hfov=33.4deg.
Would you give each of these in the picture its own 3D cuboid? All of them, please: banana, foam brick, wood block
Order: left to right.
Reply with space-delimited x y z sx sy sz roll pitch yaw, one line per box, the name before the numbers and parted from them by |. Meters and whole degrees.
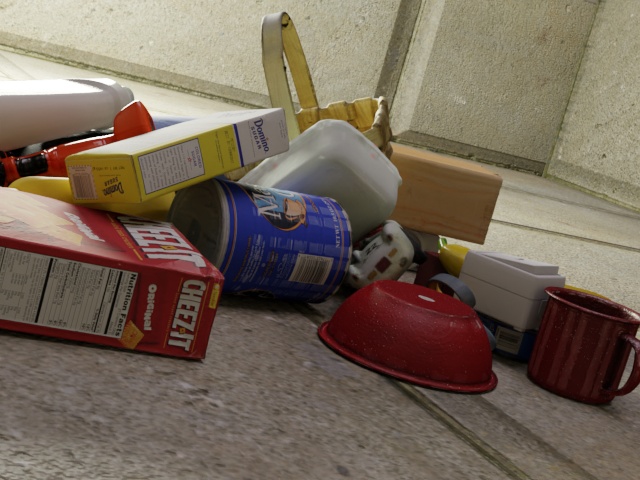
wood block | 0.106 -0.066 1.321 0.206 0.090 0.091 12 11 -12
foam brick | 0.148 0.047 1.174 0.078 0.053 0.051 10 12 -35
banana | 0.199 0.041 1.084 0.198 0.037 0.069 24 36 20

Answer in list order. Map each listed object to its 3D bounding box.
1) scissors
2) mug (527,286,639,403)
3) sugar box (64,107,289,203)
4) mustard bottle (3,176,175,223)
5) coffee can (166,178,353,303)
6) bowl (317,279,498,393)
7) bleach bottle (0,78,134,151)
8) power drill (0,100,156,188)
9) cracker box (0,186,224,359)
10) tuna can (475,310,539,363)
scissors | 0.116 0.074 1.043 0.096 0.016 0.202 54 -15 1
mug | 0.241 0.098 0.948 0.093 0.081 0.117 8 12 -36
sugar box | -0.117 -0.073 0.903 0.094 0.048 0.175 3 17 43
mustard bottle | -0.220 -0.024 0.934 0.096 0.058 0.191 -18 -9 33
coffee can | -0.056 0.001 0.967 0.140 0.103 0.103 8 12 -36
bowl | 0.082 0.074 0.916 0.162 0.055 0.162 15 10 -3
bleach bottle | -0.290 -0.139 1.114 0.103 0.068 0.250 15 19 25
power drill | -0.242 -0.075 0.971 0.187 0.057 0.184 -14 -1 -2
cracker box | -0.195 0.013 0.780 0.213 0.072 0.164 12 11 -24
tuna can | 0.188 0.090 1.047 0.086 0.034 0.086 15 10 -3
